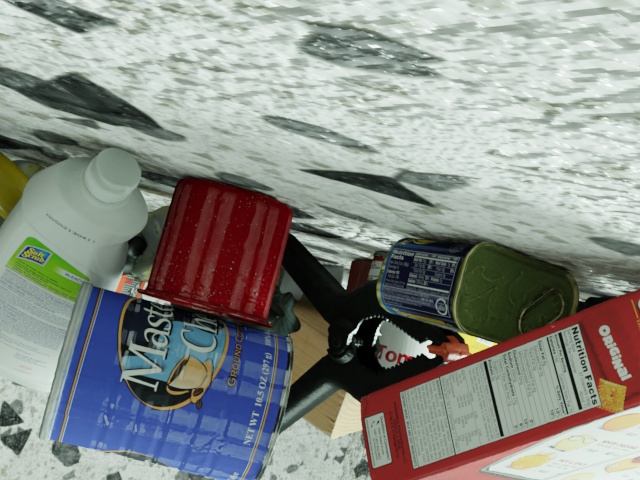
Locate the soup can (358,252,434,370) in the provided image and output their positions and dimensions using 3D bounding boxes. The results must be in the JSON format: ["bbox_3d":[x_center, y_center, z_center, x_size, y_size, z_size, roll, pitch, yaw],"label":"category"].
[{"bbox_3d":[0.062,0.067,0.842,0.068,0.102,0.068,15,174,1],"label":"soup can"}]

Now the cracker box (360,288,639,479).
[{"bbox_3d":[0.156,0.105,0.652,0.214,0.072,0.164,-26,148,27],"label":"cracker box"}]

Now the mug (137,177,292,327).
[{"bbox_3d":[-0.070,0.008,0.722,0.093,0.081,0.117,16,173,-15],"label":"mug"}]

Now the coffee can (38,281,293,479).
[{"bbox_3d":[-0.099,0.094,0.689,0.140,0.103,0.103,16,174,-10],"label":"coffee can"}]

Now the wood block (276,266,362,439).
[{"bbox_3d":[-0.026,0.098,1.055,0.206,0.091,0.090,30,-160,33],"label":"wood block"}]

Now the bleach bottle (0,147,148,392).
[{"bbox_3d":[-0.177,0.019,0.739,0.102,0.068,0.251,27,140,-18],"label":"bleach bottle"}]

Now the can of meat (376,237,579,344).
[{"bbox_3d":[0.099,0.034,0.685,0.101,0.057,0.084,18,174,-33],"label":"can of meat"}]

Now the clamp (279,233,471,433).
[{"bbox_3d":[0.020,0.085,0.799,0.036,0.164,0.210,6,-177,-44],"label":"clamp"}]
